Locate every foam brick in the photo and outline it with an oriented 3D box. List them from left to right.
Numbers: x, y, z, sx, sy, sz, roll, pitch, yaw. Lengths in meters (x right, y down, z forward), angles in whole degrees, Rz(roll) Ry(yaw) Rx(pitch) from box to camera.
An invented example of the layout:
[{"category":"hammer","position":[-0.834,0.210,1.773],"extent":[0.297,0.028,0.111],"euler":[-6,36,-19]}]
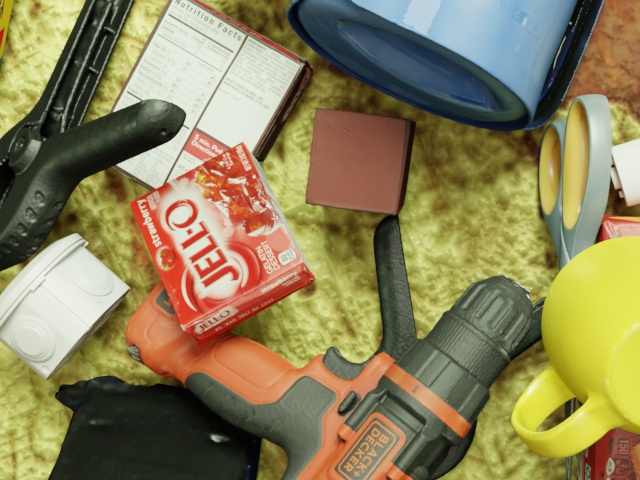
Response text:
[{"category":"foam brick","position":[0.023,-0.045,0.597],"extent":[0.051,0.078,0.053],"euler":[8,96,6]}]

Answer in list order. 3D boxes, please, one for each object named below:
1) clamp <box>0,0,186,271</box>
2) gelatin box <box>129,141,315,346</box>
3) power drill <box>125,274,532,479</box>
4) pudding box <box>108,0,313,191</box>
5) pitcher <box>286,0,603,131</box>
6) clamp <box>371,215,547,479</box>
[{"category":"clamp","position":[-0.152,-0.046,0.609],"extent":[0.036,0.165,0.210],"euler":[28,110,-36]},{"category":"gelatin box","position":[-0.054,0.001,0.576],"extent":[0.073,0.030,0.089],"euler":[-28,60,3]},{"category":"power drill","position":[-0.002,0.059,0.582],"extent":[0.188,0.057,0.184],"euler":[36,82,29]},{"category":"pudding box","position":[-0.071,-0.077,0.630],"extent":[0.090,0.039,0.113],"euler":[31,97,6]},{"category":"pitcher","position":[0.098,-0.182,0.544],"extent":[0.145,0.149,0.243],"euler":[25,86,6]},{"category":"clamp","position":[0.072,0.079,0.621],"extent":[0.120,0.039,0.171],"euler":[15,94,12]}]
